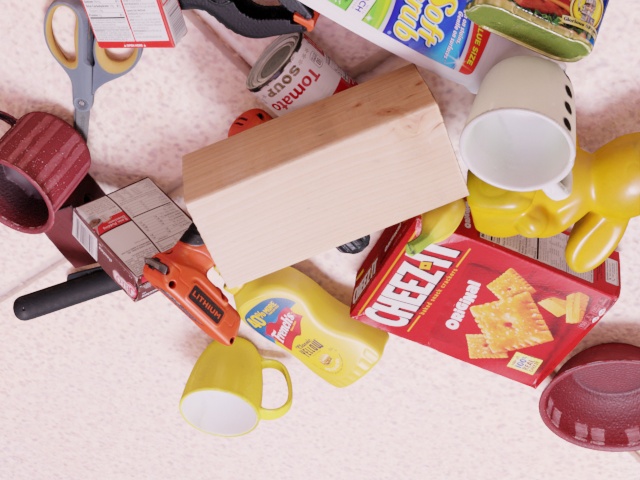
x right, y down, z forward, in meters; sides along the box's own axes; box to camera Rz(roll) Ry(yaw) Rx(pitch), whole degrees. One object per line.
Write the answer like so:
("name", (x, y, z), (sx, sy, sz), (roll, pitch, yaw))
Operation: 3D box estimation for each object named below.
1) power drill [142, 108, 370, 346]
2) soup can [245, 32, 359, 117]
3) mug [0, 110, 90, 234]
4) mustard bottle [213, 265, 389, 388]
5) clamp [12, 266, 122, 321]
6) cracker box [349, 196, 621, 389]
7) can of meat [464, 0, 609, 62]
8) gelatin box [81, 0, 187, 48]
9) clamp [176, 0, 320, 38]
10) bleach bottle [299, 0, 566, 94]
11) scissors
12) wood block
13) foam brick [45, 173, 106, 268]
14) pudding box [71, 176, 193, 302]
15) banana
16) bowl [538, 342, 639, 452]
("power drill", (-0.056, 0.001, 0.978), (0.184, 0.187, 0.057), (45, 165, -28))
("soup can", (-0.005, -0.123, 0.911), (0.069, 0.068, 0.102), (-31, 121, 35))
("mug", (-0.277, -0.074, 0.995), (0.117, 0.081, 0.093), (42, 139, -14))
("mustard bottle", (-0.029, 0.075, 1.109), (0.191, 0.058, 0.096), (36, 140, -11))
("clamp", (-0.193, 0.032, 1.090), (0.210, 0.164, 0.036), (-17, 96, 1))
("cracker box", (0.158, 0.046, 1.044), (0.213, 0.072, 0.164), (21, 135, -9))
("can of meat", (0.165, -0.189, 0.787), (0.102, 0.084, 0.057), (21, 174, -10))
("gelatin box", (-0.154, -0.198, 0.852), (0.073, 0.030, 0.089), (3, 131, 22))
("clamp", (-0.081, -0.217, 0.852), (0.171, 0.039, 0.120), (13, 141, 2))
("bleach bottle", (0.090, -0.187, 0.830), (0.250, 0.068, 0.103), (24, 117, -20))
("scissors", (-0.199, -0.134, 0.975), (0.096, 0.016, 0.202), (4, 135, 8))
("wood block", (0.001, -0.053, 0.859), (0.206, 0.090, 0.091), (-22, 120, 5))
("foam brick", (-0.240, -0.020, 1.071), (0.051, 0.053, 0.078), (-14, 131, 23))
("pudding box", (-0.169, -0.003, 1.012), (0.114, 0.089, 0.039), (44, 143, 27))
("banana", (0.081, -0.039, 0.919), (0.069, 0.198, 0.037), (-12, 110, -7))
("bowl", (0.314, 0.158, 1.137), (0.162, 0.055, 0.162), (6, 135, 5))
